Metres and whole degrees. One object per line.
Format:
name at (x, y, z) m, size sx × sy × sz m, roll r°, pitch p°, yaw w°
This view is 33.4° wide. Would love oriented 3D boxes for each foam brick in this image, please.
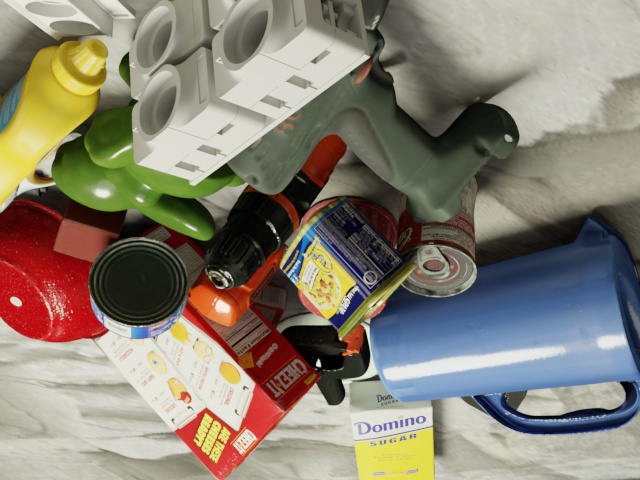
foam brick at (-0.204, -0.026, 0.965) m, size 0.053 × 0.078 × 0.051 m, roll 19°, pitch 138°, yaw -13°

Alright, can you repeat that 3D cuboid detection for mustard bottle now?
mustard bottle at (-0.223, -0.097, 0.829) m, size 0.058 × 0.096 × 0.192 m, roll 36°, pitch 132°, yaw -23°

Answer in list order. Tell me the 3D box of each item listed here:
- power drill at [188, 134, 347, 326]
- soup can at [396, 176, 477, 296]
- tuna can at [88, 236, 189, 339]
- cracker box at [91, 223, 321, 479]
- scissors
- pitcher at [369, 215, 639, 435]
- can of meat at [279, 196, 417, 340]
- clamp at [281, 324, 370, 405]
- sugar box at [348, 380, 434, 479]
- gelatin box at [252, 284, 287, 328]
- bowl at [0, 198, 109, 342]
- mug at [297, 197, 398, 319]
power drill at (-0.056, 0.001, 0.905) m, size 0.057 × 0.184 × 0.188 m, roll 37°, pitch 145°, yaw 0°
soup can at (0.100, -0.013, 0.907) m, size 0.068 × 0.102 × 0.068 m, roll 5°, pitch 140°, yaw 4°
tuna can at (-0.158, 0.042, 0.929) m, size 0.086 × 0.086 × 0.034 m, roll 11°, pitch 151°, yaw -3°
cracker box at (-0.121, 0.107, 1.040) m, size 0.214 × 0.072 × 0.164 m, roll 45°, pitch 137°, yaw 8°
scissors at (-0.294, -0.053, 0.944) m, size 0.202 × 0.016 × 0.096 m, roll -32°, pitch 117°, yaw 10°
pitcher at (0.175, 0.090, 0.981) m, size 0.243 × 0.149 × 0.145 m, roll -14°, pitch 135°, yaw 25°
can of meat at (0.019, 0.022, 0.872) m, size 0.084 × 0.057 × 0.102 m, roll 47°, pitch 149°, yaw 7°
clamp at (-0.003, 0.122, 1.071) m, size 0.164 × 0.036 × 0.210 m, roll 25°, pitch 154°, yaw -25°
sugar box at (0.084, 0.225, 1.233) m, size 0.093 × 0.048 × 0.176 m, roll -5°, pitch 141°, yaw 4°
gelatin box at (-0.085, 0.069, 1.094) m, size 0.089 × 0.030 × 0.073 m, roll 14°, pitch 141°, yaw -7°
bowl at (-0.274, 0.042, 1.024) m, size 0.162 × 0.055 × 0.162 m, roll 21°, pitch 132°, yaw 25°
mug at (0.023, 0.029, 0.986) m, size 0.093 × 0.081 × 0.117 m, roll 6°, pitch 140°, yaw 2°
